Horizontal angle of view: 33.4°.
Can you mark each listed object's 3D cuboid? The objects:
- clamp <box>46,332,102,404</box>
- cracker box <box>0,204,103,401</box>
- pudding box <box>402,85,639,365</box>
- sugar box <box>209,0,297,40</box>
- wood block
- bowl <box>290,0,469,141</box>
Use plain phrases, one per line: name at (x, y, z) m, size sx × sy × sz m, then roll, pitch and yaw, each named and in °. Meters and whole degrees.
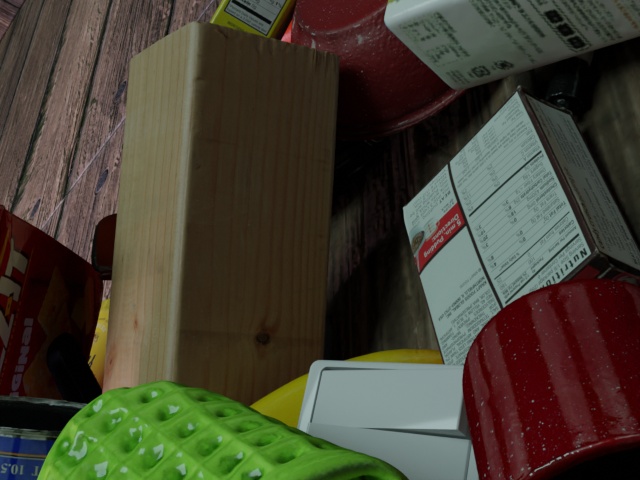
clamp at (-0.107, 0.138, 0.660) m, size 0.039 × 0.120 × 0.171 m, roll -65°, pitch -18°, yaw -60°
cracker box at (-0.200, 0.073, 0.637) m, size 0.213 × 0.072 × 0.164 m, roll 77°, pitch -157°, yaw -79°
pudding box at (0.085, 0.001, 0.468) m, size 0.090 × 0.039 × 0.113 m, roll -47°, pitch 37°, yaw 30°
sugar box at (-0.037, -0.157, 0.692) m, size 0.176 × 0.048 × 0.093 m, roll -63°, pitch 6°, yaw 1°
wood block at (-0.054, 0.001, 0.572) m, size 0.090 × 0.090 × 0.206 m, roll -9°, pitch 75°, yaw 58°
bowl at (0.038, -0.137, 0.619) m, size 0.162 × 0.055 × 0.162 m, roll -25°, pitch 44°, yaw 26°
